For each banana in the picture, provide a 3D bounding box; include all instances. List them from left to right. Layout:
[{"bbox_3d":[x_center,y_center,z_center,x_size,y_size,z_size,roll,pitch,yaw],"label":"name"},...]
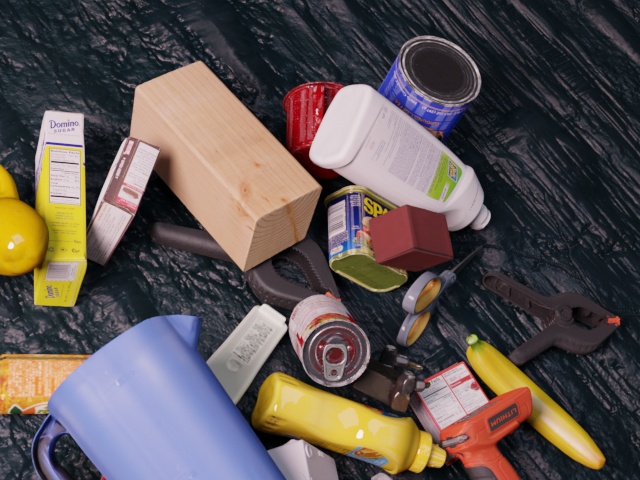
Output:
[{"bbox_3d":[0.222,0.172,1.147,0.198,0.069,0.037,42,97,0],"label":"banana"}]

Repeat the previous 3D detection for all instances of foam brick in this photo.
[{"bbox_3d":[0.097,-0.002,1.141,0.078,0.053,0.051,12,63,-50],"label":"foam brick"}]

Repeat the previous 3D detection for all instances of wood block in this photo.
[{"bbox_3d":[-0.104,-0.082,1.128,0.090,0.091,0.206,-29,65,-33],"label":"wood block"}]

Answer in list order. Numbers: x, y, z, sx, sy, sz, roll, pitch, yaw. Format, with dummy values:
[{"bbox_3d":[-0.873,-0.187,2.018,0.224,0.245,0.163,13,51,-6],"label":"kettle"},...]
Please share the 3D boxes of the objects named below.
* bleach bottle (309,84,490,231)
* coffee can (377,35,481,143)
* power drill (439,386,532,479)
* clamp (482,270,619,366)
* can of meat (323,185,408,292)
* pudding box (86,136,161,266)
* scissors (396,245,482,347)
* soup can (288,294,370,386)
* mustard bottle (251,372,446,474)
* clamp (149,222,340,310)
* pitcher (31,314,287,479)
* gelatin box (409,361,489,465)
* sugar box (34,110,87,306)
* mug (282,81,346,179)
[{"bbox_3d":[0.105,-0.073,1.211,0.250,0.068,0.102,33,75,-36],"label":"bleach bottle"},{"bbox_3d":[0.114,-0.158,1.267,0.102,0.140,0.103,10,56,-15],"label":"coffee can"},{"bbox_3d":[0.217,0.247,1.077,0.184,0.057,0.188,-22,81,-33],"label":"power drill"},{"bbox_3d":[0.268,0.101,1.224,0.171,0.039,0.120,12,57,-15],"label":"clamp"},{"bbox_3d":[0.052,0.000,1.176,0.102,0.058,0.084,29,49,-40],"label":"can of meat"},{"bbox_3d":[-0.205,-0.039,1.081,0.039,0.114,0.090,22,54,-12],"label":"pudding box"},{"bbox_3d":[0.133,0.062,1.200,0.016,0.096,0.201,26,19,22],"label":"scissors"},{"bbox_3d":[0.007,0.098,1.073,0.068,0.102,0.068,-2,102,-9],"label":"soup can"},{"bbox_3d":[0.033,0.185,1.040,0.191,0.096,0.058,20,72,-9],"label":"mustard bottle"},{"bbox_3d":[-0.058,0.001,1.161,0.210,0.036,0.164,35,53,7],"label":"clamp"},{"bbox_3d":[-0.116,0.197,0.894,0.243,0.149,0.144,51,41,10],"label":"pitcher"},{"bbox_3d":[0.142,0.181,1.128,0.073,0.030,0.089,-22,69,-30],"label":"gelatin box"},{"bbox_3d":[-0.262,-0.033,1.067,0.048,0.093,0.176,2,57,-22],"label":"sugar box"},{"bbox_3d":[0.001,-0.129,1.224,0.093,0.117,0.081,1,62,1],"label":"mug"}]
